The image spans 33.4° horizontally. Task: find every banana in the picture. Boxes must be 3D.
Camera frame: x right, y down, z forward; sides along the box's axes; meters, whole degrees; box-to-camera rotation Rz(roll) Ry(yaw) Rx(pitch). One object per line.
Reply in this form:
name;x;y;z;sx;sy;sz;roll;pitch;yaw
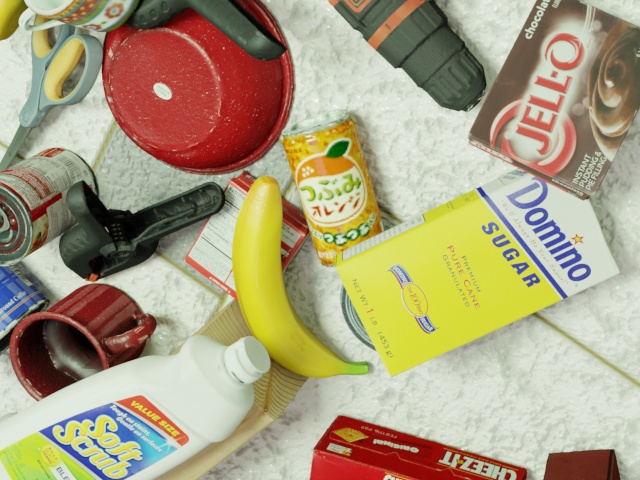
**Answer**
banana;-0.029;0.041;0.814;0.069;0.037;0.197;-30;123;-6

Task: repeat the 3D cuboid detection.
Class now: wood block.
wood block;-0.117;0.148;0.887;0.206;0.090;0.090;-40;92;28

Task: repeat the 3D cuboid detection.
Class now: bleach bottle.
bleach bottle;-0.145;0.132;0.806;0.251;0.068;0.102;-32;96;26

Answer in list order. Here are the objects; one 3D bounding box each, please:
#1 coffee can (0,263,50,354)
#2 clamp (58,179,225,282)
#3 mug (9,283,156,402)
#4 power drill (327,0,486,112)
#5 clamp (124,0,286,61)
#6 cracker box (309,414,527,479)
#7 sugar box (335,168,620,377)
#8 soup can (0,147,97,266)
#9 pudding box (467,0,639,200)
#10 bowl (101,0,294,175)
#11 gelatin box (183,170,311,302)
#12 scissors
coffee can;-0.318;0.038;0.911;0.140;0.102;0.103;45;118;-2
clamp;-0.164;-0.008;0.829;0.172;0.120;0.039;-34;56;45
mug;-0.189;0.083;0.893;0.117;0.081;0.093;-18;103;26
power drill;0.086;-0.200;0.691;0.184;0.057;0.188;46;119;-1
clamp;-0.090;-0.184;0.727;0.210;0.036;0.164;-7;70;35
cracker box;0.068;0.266;0.877;0.164;0.072;0.214;14;114;15
sugar box;0.108;0.016;0.747;0.176;0.048;0.093;-26;100;9
soup can;-0.232;-0.029;0.852;0.069;0.102;0.068;7;113;17
pudding box;0.160;-0.095;0.694;0.090;0.039;0.113;27;90;8
bowl;-0.104;-0.118;0.797;0.162;0.055;0.162;8;113;18
gelatin box;-0.055;0.001;0.840;0.073;0.030;0.089;36;118;5
scissors;-0.234;-0.122;0.861;0.202;0.016;0.096;-29;72;44
